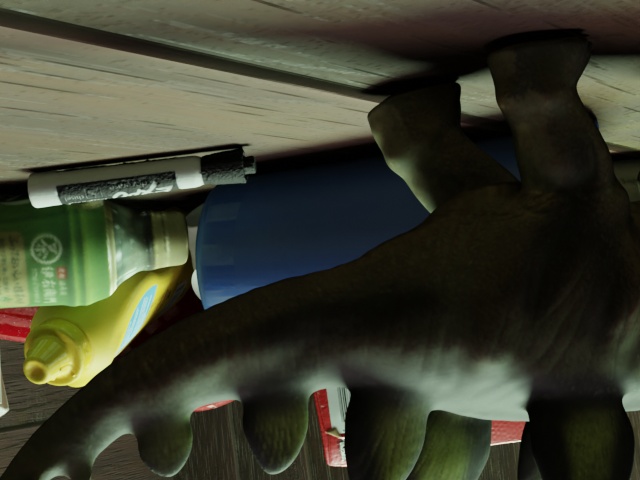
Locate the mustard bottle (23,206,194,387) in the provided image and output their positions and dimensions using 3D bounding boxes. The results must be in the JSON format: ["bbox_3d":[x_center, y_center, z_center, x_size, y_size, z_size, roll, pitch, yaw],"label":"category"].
[{"bbox_3d":[-0.143,0.046,0.716,0.096,0.058,0.191,-52,180,25],"label":"mustard bottle"}]

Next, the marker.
[{"bbox_3d":[-0.094,-0.034,0.569,0.121,0.020,0.020,-6,176,3],"label":"marker"}]

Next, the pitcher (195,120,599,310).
[{"bbox_3d":[0.057,0.008,0.651,0.243,0.149,0.145,-4,-140,17],"label":"pitcher"}]
